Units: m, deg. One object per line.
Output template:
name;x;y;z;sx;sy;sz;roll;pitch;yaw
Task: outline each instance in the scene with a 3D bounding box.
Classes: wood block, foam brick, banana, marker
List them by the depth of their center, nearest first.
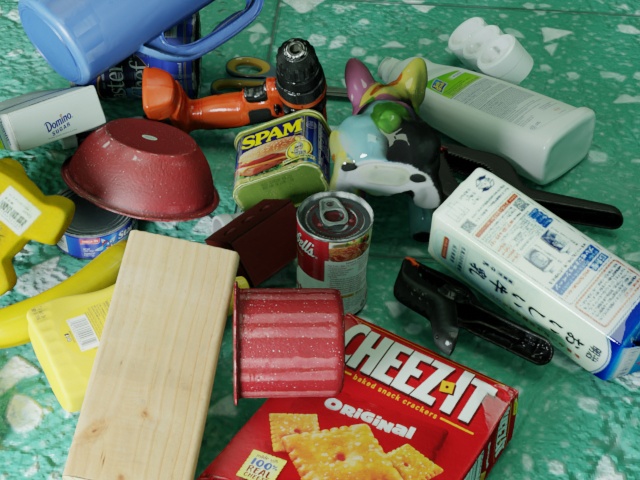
wood block;-0.127;0.107;0.822;0.090;0.091;0.206;12;56;-5
banana;-0.244;0.052;0.966;0.197;0.037;0.070;-25;48;-26
foam brick;-0.057;0.001;0.997;0.078;0.051;0.053;-36;20;-26
marker;-0.226;-0.123;1.177;0.121;0.020;0.020;-16;45;-18

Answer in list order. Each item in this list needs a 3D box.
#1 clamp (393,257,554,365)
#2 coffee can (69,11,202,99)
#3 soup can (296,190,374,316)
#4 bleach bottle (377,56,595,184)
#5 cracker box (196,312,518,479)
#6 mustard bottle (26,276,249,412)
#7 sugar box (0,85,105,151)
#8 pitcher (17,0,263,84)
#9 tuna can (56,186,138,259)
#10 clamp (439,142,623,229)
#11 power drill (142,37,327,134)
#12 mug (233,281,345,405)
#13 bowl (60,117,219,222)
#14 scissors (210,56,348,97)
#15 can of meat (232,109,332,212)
clamp;0.110;0.061;0.934;0.120;0.039;0.172;13;13;-41
coffee can;-0.209;-0.212;1.214;0.140;0.103;0.103;0;42;-2
soup can;0.012;0.015;0.966;0.068;0.102;0.068;1;42;-1
bleach bottle;0.172;-0.150;1.188;0.251;0.068;0.102;32;48;33
cracker box;0.033;0.167;0.820;0.164;0.072;0.213;24;46;23
mustard bottle;-0.149;0.071;0.930;0.191;0.058;0.096;-21;60;-23
sugar box;-0.294;-0.126;1.101;0.093;0.048;0.176;-24;19;-24
pitcher;-0.184;-0.264;1.120;0.149;0.145;0.242;33;65;33
tuna can;-0.223;-0.020;1.051;0.086;0.034;0.086;1;42;-1
clamp;0.188;-0.041;1.081;0.164;0.036;0.210;-22;48;-20
power drill;-0.086;-0.151;1.109;0.187;0.184;0.057;-2;71;3
mug;-0.025;0.077;0.817;0.081;0.093;0.117;0;1;-3
bowl;-0.174;-0.079;1.063;0.162;0.055;0.162;13;25;-6
scissors;-0.029;-0.190;1.260;0.201;0.016;0.096;-3;42;-6
can of meat;-0.039;-0.076;1.085;0.102;0.057;0.084;-17;42;17
